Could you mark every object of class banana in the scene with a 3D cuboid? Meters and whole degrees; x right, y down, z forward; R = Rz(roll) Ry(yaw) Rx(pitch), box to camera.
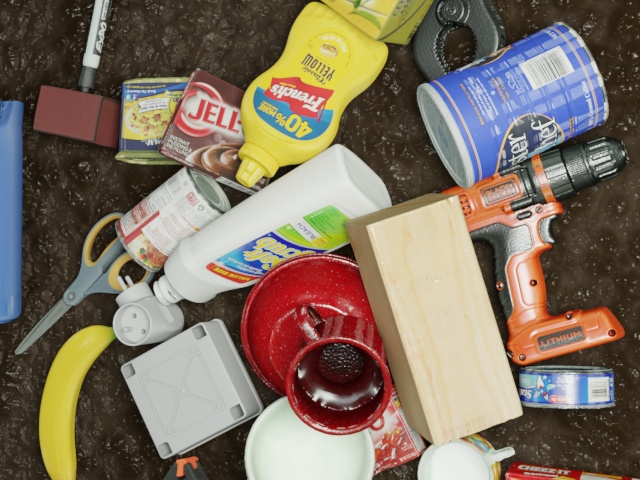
[{"bbox_3d":[-0.268,0.171,1.150,0.070,0.037,0.198,23,95,18],"label":"banana"}]

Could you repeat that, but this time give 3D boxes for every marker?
[{"bbox_3d":[-0.245,-0.221,1.162,0.020,0.020,0.121,13,93,17],"label":"marker"}]

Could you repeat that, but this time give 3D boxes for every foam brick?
[{"bbox_3d":[-0.260,-0.133,1.147,0.078,0.053,0.051,13,92,18],"label":"foam brick"}]

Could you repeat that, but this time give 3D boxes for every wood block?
[{"bbox_3d":[0.102,0.068,0.974,0.090,0.091,0.206,-19,97,-9],"label":"wood block"}]

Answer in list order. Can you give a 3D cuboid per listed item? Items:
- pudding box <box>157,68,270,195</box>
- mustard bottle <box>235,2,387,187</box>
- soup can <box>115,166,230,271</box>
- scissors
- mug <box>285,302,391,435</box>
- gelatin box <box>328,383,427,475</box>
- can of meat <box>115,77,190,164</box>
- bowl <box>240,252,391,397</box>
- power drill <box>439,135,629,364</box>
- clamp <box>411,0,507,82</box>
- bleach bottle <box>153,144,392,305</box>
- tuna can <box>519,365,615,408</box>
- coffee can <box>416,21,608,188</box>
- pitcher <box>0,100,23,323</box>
[{"bbox_3d":[-0.094,-0.106,1.066,0.113,0.039,0.090,25,80,-17],"label":"pudding box"},{"bbox_3d":[-0.022,-0.133,1.038,0.096,0.058,0.191,33,78,4],"label":"mustard bottle"},{"bbox_3d":[-0.152,-0.024,1.103,0.102,0.068,0.068,-37,78,13],"label":"soup can"},{"bbox_3d":[-0.250,0.065,1.159,0.096,0.016,0.202,34,99,15],"label":"scissors"},{"bbox_3d":[0.012,0.107,0.962,0.093,0.081,0.117,-33,100,12],"label":"mug"},{"bbox_3d":[0.049,0.192,1.047,0.089,0.030,0.073,-30,81,24],"label":"gelatin box"},{"bbox_3d":[-0.160,-0.124,1.114,0.102,0.057,0.084,2,87,17],"label":"can of meat"},{"bbox_3d":[-0.001,0.096,1.033,0.162,0.055,0.162,1,105,5],"label":"bowl"},{"bbox_3d":[0.217,0.011,0.992,0.185,0.057,0.188,-20,80,20],"label":"power drill"},{"bbox_3d":[0.122,-0.225,1.037,0.165,0.036,0.210,2,93,27],"label":"clamp"},{"bbox_3d":[-0.057,0.001,1.066,0.251,0.102,0.068,-29,50,21],"label":"bleach bottle"},{"bbox_3d":[0.224,0.132,0.971,0.086,0.086,0.034,-1,87,17],"label":"tuna can"},{"bbox_3d":[0.172,-0.122,0.965,0.140,0.103,0.103,-25,81,-2],"label":"coffee can"},{"bbox_3d":[-0.389,-0.032,1.156,0.145,0.149,0.243,-2,91,2],"label":"pitcher"}]
